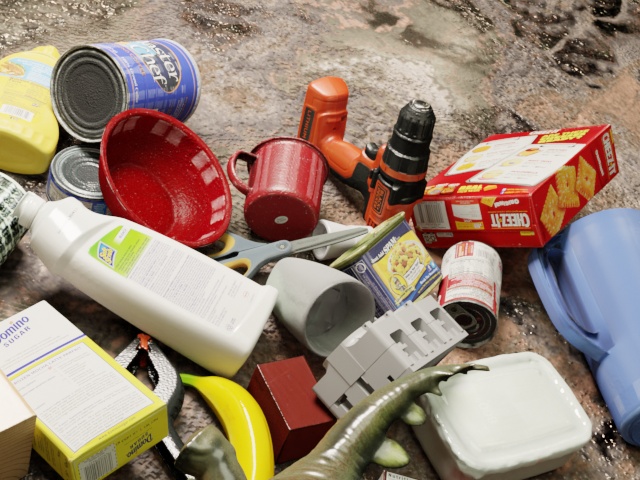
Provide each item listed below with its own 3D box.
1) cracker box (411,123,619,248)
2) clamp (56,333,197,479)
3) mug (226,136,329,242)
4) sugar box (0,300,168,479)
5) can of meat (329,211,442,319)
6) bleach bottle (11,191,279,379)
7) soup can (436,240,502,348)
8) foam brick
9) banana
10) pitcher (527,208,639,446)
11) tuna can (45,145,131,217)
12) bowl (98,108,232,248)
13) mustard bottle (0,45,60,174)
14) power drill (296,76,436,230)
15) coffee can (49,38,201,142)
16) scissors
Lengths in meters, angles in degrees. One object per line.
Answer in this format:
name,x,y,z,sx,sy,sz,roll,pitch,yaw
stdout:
cracker box,0.228,-0.063,1.242,0.164,0.072,0.213,-1,24,40
clamp,-0.149,0.156,0.926,0.120,0.039,0.171,15,45,-6
mug,-0.049,-0.057,1.155,0.117,0.093,0.081,28,43,-22
sugar box,-0.218,0.126,0.893,0.093,0.048,0.176,-29,45,-35
can of meat,0.072,0.032,1.121,0.101,0.058,0.084,-39,95,-41
bleach bottle,-0.168,0.027,1.000,0.250,0.068,0.102,32,42,-6
soup can,0.160,0.056,1.146,0.068,0.069,0.102,20,41,-3
foam brick,-0.028,0.153,0.973,0.051,0.053,0.078,-7,49,-29
banana,-0.074,0.189,0.931,0.069,0.037,0.198,-21,47,0
pitcher,0.326,0.092,1.140,0.149,0.145,0.243,-21,48,11
tuna can,-0.243,-0.061,1.120,0.086,0.034,0.086,12,42,-11
bowl,-0.169,-0.053,1.092,0.161,0.055,0.162,29,44,-32
mustard bottle,-0.319,-0.156,1.168,0.096,0.058,0.191,17,42,-9
power drill,0.050,-0.108,1.200,0.057,0.185,0.188,-11,42,-33
coffee can,-0.210,-0.166,1.165,0.103,0.103,0.140,36,25,15
scissors,-0.057,0.001,1.118,0.201,0.016,0.096,-25,51,-25
